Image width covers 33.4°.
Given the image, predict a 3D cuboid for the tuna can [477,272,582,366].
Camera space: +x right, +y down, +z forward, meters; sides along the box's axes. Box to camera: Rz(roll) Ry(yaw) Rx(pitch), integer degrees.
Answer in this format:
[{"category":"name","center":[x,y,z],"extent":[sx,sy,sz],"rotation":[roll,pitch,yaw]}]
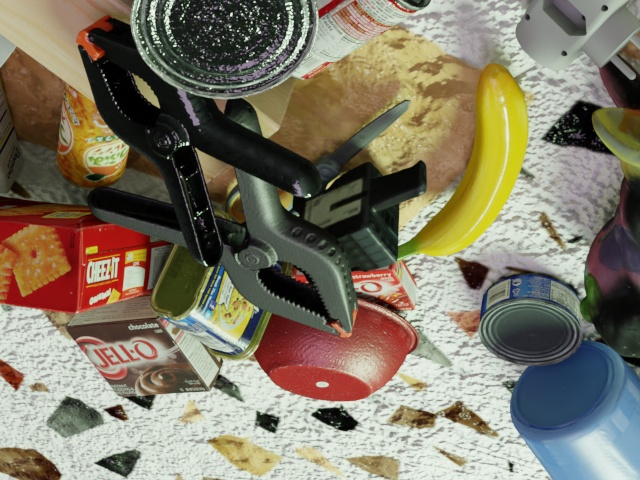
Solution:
[{"category":"tuna can","center":[0.177,0.067,0.900],"extent":[0.086,0.033,0.086],"rotation":[8,137,7]}]

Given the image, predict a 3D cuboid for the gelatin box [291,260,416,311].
[{"category":"gelatin box","center":[0.029,0.034,0.898],"extent":[0.089,0.030,0.073],"rotation":[-5,148,20]}]

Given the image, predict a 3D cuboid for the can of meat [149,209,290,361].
[{"category":"can of meat","center":[-0.082,0.035,0.872],"extent":[0.058,0.102,0.083],"rotation":[8,158,40]}]

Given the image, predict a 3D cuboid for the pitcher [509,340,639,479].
[{"category":"pitcher","center":[0.280,0.200,0.946],"extent":[0.149,0.145,0.242],"rotation":[-38,118,5]}]

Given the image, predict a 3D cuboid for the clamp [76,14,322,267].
[{"category":"clamp","center":[-0.090,-0.061,0.668],"extent":[0.171,0.039,0.120],"rotation":[45,126,0]}]

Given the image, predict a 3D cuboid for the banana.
[{"category":"banana","center":[0.114,-0.048,0.781],"extent":[0.069,0.037,0.198],"rotation":[-10,141,-31]}]

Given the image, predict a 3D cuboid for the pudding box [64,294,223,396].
[{"category":"pudding box","center":[-0.153,0.092,0.928],"extent":[0.114,0.039,0.090],"rotation":[-10,127,31]}]

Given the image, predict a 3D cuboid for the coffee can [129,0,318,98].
[{"category":"coffee can","center":[-0.057,-0.166,0.625],"extent":[0.102,0.140,0.103],"rotation":[-3,136,-3]}]

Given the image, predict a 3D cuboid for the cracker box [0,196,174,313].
[{"category":"cracker box","center":[-0.244,0.003,0.847],"extent":[0.214,0.164,0.072],"rotation":[7,97,17]}]

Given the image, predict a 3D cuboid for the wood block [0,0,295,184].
[{"category":"wood block","center":[-0.122,-0.145,0.719],"extent":[0.206,0.090,0.090],"rotation":[37,134,-23]}]

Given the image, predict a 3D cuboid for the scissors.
[{"category":"scissors","center":[0.012,-0.042,0.845],"extent":[0.202,0.016,0.096],"rotation":[-21,129,33]}]

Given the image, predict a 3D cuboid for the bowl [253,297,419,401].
[{"category":"bowl","center":[0.004,0.101,0.939],"extent":[0.162,0.055,0.162],"rotation":[8,154,4]}]

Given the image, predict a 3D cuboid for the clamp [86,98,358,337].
[{"category":"clamp","center":[-0.055,0.001,0.763],"extent":[0.165,0.036,0.209],"rotation":[-19,126,35]}]

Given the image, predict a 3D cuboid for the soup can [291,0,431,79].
[{"category":"soup can","center":[0.012,-0.155,0.687],"extent":[0.102,0.068,0.068],"rotation":[-26,124,36]}]
